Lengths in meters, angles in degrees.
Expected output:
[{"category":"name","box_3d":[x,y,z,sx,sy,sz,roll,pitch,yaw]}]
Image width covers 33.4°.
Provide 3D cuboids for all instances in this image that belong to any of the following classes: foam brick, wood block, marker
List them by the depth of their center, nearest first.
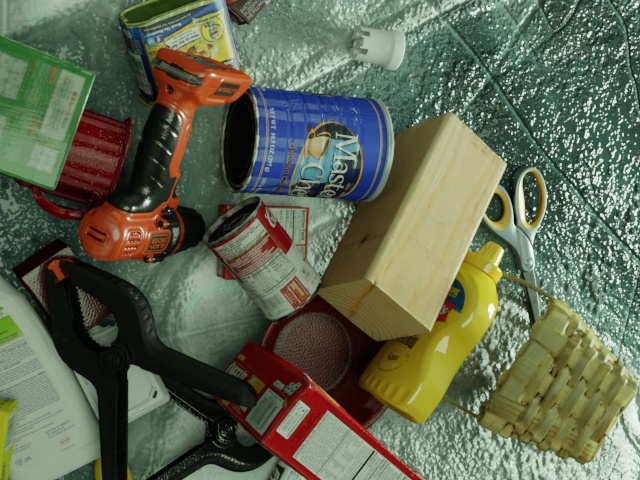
[{"category":"foam brick","box_3d":[-0.235,0.046,0.977,0.053,0.051,0.078,-37,109,-16]},{"category":"wood block","box_3d":[0.091,-0.014,1.054,0.090,0.091,0.206,40,62,-21]},{"category":"marker","box_3d":[-0.045,0.250,1.100,0.020,0.020,0.121,30,84,-23]}]

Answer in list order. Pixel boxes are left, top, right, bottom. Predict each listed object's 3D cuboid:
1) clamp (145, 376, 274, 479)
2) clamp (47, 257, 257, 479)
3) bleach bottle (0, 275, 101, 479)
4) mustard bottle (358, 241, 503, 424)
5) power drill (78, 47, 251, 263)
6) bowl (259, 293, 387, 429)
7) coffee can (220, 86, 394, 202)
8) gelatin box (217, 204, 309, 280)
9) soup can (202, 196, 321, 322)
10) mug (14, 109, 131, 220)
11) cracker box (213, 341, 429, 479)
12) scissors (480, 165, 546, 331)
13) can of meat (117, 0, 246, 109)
[{"category":"clamp","box_3d":[-0.105,0.179,1.054,0.171,0.039,0.120,-4,89,-30]},{"category":"clamp","box_3d":[-0.161,0.099,0.923,0.165,0.036,0.210,-29,87,13]},{"category":"bleach bottle","box_3d":[-0.282,0.093,0.957,0.102,0.068,0.251,-25,103,-14]},{"category":"mustard bottle","box_3d":[0.120,0.082,1.045,0.058,0.096,0.191,40,81,-23]},{"category":"power drill","box_3d":[-0.126,-0.069,0.941,0.057,0.184,0.188,25,101,15]},{"category":"bowl","box_3d":[0.002,0.121,1.085,0.161,0.055,0.162,-3,97,-23]},{"category":"coffee can","box_3d":[-0.014,-0.092,1.027,0.140,0.103,0.103,3,95,-23]},{"category":"gelatin box","box_3d":[-0.057,0.001,1.060,0.089,0.030,0.073,0,95,-23]},{"category":"soup can","box_3d":[-0.054,0.018,1.008,0.068,0.069,0.102,-42,109,-13]},{"category":"mug","box_3d":[-0.222,-0.068,0.942,0.081,0.093,0.117,17,53,-19]},{"category":"cracker box","box_3d":[0.015,0.194,0.978,0.213,0.164,0.072,42,81,-21]},{"category":"scissors","box_3d":[0.211,0.017,1.184,0.096,0.016,0.202,1,96,-22]},{"category":"can of meat","box_3d":[-0.127,-0.180,0.980,0.102,0.058,0.084,-25,124,-18]}]
